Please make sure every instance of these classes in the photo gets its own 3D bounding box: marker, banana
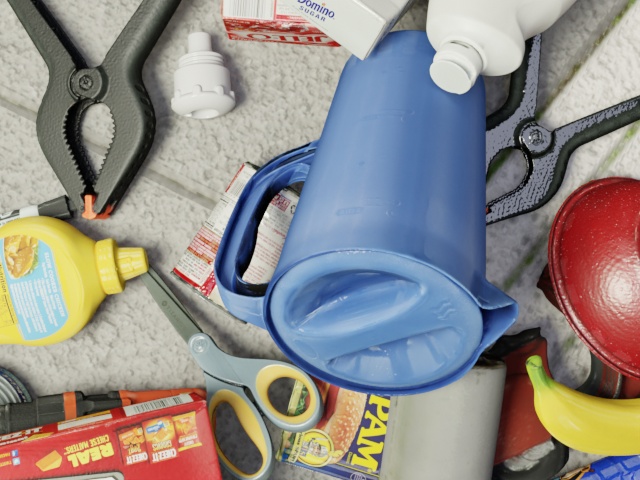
[{"bbox_3d":[-0.243,-0.011,0.812,0.121,0.020,0.020,-16,88,0],"label":"marker"},{"bbox_3d":[0.225,0.114,0.724,0.197,0.037,0.070,2,124,-17],"label":"banana"}]

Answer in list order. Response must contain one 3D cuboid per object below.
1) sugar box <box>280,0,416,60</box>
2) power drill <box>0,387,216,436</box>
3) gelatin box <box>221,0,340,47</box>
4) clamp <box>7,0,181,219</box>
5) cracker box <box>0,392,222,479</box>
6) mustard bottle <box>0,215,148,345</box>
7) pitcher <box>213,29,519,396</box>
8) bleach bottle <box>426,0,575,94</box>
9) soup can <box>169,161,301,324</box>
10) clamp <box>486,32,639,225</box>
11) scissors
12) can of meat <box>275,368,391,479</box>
[{"bbox_3d":[0.040,-0.209,0.757,0.093,0.048,0.176,37,53,2],"label":"sugar box"},{"bbox_3d":[-0.164,0.202,0.769,0.184,0.057,0.187,-2,91,-14],"label":"power drill"},{"bbox_3d":[-0.026,-0.165,0.788,0.089,0.073,0.030,4,89,0],"label":"gelatin box"},{"bbox_3d":[-0.159,-0.122,0.797,0.165,0.036,0.210,-7,90,15],"label":"clamp"},{"bbox_3d":[-0.139,0.223,0.710,0.164,0.072,0.214,-12,92,-14],"label":"cracker box"},{"bbox_3d":[-0.223,0.033,0.789,0.191,0.058,0.096,-11,103,0],"label":"mustard bottle"},{"bbox_3d":[0.039,-0.030,0.706,0.149,0.242,0.145,33,133,-20],"label":"pitcher"},{"bbox_3d":[0.150,-0.193,0.741,0.102,0.068,0.250,31,62,4],"label":"bleach bottle"},{"bbox_3d":[-0.055,0.001,0.786,0.068,0.068,0.102,33,88,1],"label":"soup can"},{"bbox_3d":[0.170,-0.076,0.802,0.120,0.039,0.171,28,95,6],"label":"clamp"},{"bbox_3d":[-0.066,0.076,0.775,0.096,0.016,0.202,-25,67,4],"label":"scissors"},{"bbox_3d":[0.020,0.126,0.787,0.084,0.057,0.102,16,88,4],"label":"can of meat"}]
